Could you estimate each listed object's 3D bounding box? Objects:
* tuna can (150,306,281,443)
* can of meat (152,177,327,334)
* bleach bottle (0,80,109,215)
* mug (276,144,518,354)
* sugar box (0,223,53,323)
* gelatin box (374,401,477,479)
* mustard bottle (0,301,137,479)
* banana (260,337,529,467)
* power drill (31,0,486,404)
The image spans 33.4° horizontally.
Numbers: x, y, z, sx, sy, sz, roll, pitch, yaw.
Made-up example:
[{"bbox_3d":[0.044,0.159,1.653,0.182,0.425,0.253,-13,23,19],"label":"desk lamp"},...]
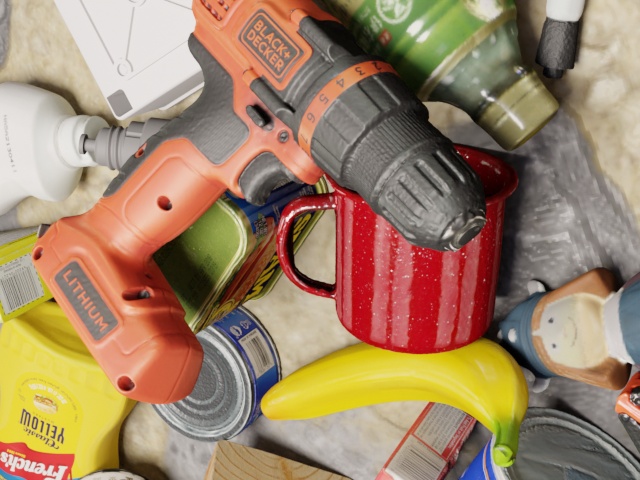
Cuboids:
[{"bbox_3d":[-0.069,0.080,0.655,0.086,0.033,0.086,10,112,26],"label":"tuna can"},{"bbox_3d":[-0.054,0.001,0.590,0.057,0.083,0.102,41,122,11],"label":"can of meat"},{"bbox_3d":[-0.241,-0.045,0.692,0.251,0.068,0.102,-3,106,28],"label":"bleach bottle"},{"bbox_3d":[0.036,0.004,0.531,0.117,0.093,0.081,-1,115,-3],"label":"mug"},{"bbox_3d":[-0.244,0.026,0.700,0.177,0.093,0.048,-9,102,32],"label":"sugar box"},{"bbox_3d":[0.046,0.133,0.577,0.030,0.089,0.073,33,120,11],"label":"gelatin box"},{"bbox_3d":[-0.181,0.140,0.724,0.096,0.058,0.192,23,118,9],"label":"mustard bottle"},{"bbox_3d":[0.043,0.076,0.566,0.198,0.069,0.037,-5,114,54],"label":"banana"},{"bbox_3d":[-0.036,-0.015,0.486,0.188,0.057,0.185,-48,60,15],"label":"power drill"}]
